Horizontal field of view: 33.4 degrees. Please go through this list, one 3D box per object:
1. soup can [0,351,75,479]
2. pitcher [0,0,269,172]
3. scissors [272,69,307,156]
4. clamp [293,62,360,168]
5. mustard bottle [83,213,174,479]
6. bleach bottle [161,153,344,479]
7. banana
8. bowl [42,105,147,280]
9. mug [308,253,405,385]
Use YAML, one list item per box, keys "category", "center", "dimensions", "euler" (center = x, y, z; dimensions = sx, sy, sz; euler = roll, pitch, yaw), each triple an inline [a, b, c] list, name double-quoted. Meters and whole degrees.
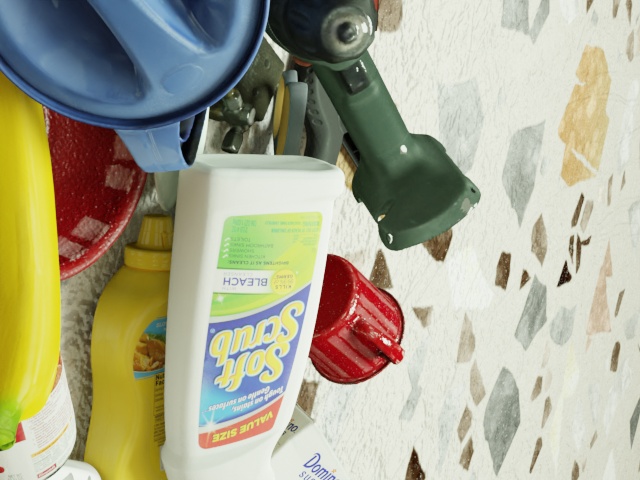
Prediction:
- category: "soup can"
  center: [-0.172, 0.083, 0.582]
  dimensions: [0.068, 0.068, 0.102]
  euler: [-53, 160, -37]
- category: "pitcher"
  center: [-0.082, -0.157, 0.551]
  dimensions: [0.145, 0.149, 0.242]
  euler: [33, 28, -16]
- category: "scissors"
  center: [-0.033, -0.046, 0.837]
  dimensions: [0.096, 0.016, 0.202]
  euler: [-96, -166, -48]
- category: "clamp"
  center: [0.008, -0.096, 0.879]
  dimensions: [0.164, 0.036, 0.210]
  euler: [-44, 133, -47]
- category: "mustard bottle"
  center: [-0.114, 0.077, 0.712]
  dimensions: [0.096, 0.058, 0.192]
  euler: [-12, 110, -59]
- category: "bleach bottle"
  center: [-0.048, 0.073, 0.679]
  dimensions: [0.102, 0.068, 0.251]
  euler: [-1, 104, -25]
- category: "banana"
  center: [-0.145, 0.000, 0.515]
  dimensions: [0.037, 0.070, 0.198]
  euler: [-3, 81, -16]
- category: "bowl"
  center: [-0.164, -0.058, 0.588]
  dimensions: [0.161, 0.055, 0.162]
  euler: [-25, 121, -54]
- category: "mug"
  center: [0.020, 0.068, 0.881]
  dimensions: [0.093, 0.117, 0.081]
  euler: [-53, 139, -6]
